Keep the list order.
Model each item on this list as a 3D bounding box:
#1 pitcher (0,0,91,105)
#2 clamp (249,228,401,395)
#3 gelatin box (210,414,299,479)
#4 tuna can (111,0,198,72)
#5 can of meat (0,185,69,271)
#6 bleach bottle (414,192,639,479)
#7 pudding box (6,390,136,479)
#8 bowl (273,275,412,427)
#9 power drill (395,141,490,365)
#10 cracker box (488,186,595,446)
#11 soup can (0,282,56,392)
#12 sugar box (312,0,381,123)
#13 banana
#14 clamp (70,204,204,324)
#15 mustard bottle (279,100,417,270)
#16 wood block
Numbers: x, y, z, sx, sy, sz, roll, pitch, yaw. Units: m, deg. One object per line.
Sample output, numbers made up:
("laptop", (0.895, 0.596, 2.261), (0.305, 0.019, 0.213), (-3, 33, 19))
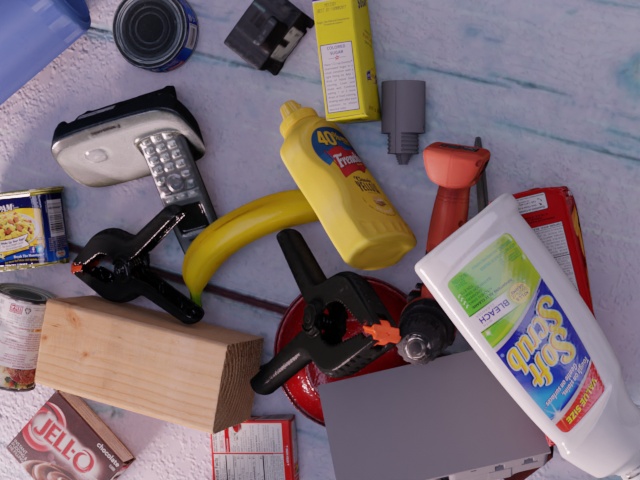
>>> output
("pitcher", (-0.367, -0.204, 1.117), (0.243, 0.145, 0.149), (-34, 97, 9))
("clamp", (-0.001, 0.083, 0.977), (0.036, 0.210, 0.164), (11, 93, -32))
("gelatin box", (-0.069, 0.219, 1.106), (0.089, 0.030, 0.073), (-3, 93, 14))
("tuna can", (-0.172, -0.218, 1.107), (0.086, 0.033, 0.086), (1, 93, 14))
("can of meat", (-0.322, -0.012, 1.144), (0.102, 0.057, 0.084), (-5, 94, 15))
("bleach bottle", (0.189, 0.089, 0.850), (0.103, 0.068, 0.251), (-40, 85, 11))
("pudding box", (-0.269, 0.229, 1.151), (0.113, 0.039, 0.090), (44, 101, 8))
("bowl", (0.031, 0.116, 1.050), (0.162, 0.055, 0.162), (0, 94, 4))
("power drill", (0.108, 0.008, 0.964), (0.057, 0.184, 0.188), (11, 102, 9))
("cracker box", (0.215, 0.059, 0.959), (0.072, 0.164, 0.214), (-14, 89, 14))
("soup can", (-0.328, 0.103, 1.145), (0.068, 0.068, 0.102), (17, 96, 12))
("sugar box", (0.024, -0.202, 1.029), (0.048, 0.093, 0.176), (-4, 92, 13))
("banana", (-0.069, -0.007, 1.079), (0.198, 0.069, 0.037), (-33, 43, 10))
("clamp", (-0.190, 0.016, 1.092), (0.172, 0.039, 0.120), (8, 102, 32))
("mustard bottle", (0.013, -0.061, 1.032), (0.058, 0.096, 0.192), (-46, 62, 27))
("wood block", (-0.174, 0.122, 1.083), (0.206, 0.090, 0.090), (12, 95, 20))
